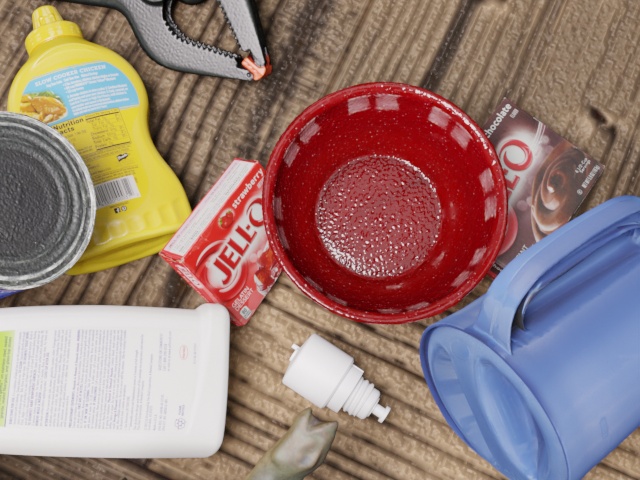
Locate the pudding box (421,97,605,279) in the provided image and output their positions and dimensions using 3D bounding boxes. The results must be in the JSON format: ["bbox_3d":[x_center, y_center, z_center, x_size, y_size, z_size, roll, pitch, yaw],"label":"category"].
[{"bbox_3d":[0.137,-0.033,0.774,0.090,0.039,0.113,36,72,4],"label":"pudding box"}]

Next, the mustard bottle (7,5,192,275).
[{"bbox_3d":[-0.163,-0.078,0.738,0.096,0.058,0.192,-18,76,-15],"label":"mustard bottle"}]

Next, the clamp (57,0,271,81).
[{"bbox_3d":[-0.113,-0.197,0.767,0.210,0.036,0.165,35,106,0],"label":"clamp"}]

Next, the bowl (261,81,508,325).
[{"bbox_3d":[0.041,-0.021,0.716,0.162,0.055,0.162,0,80,-1],"label":"bowl"}]

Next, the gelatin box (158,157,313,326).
[{"bbox_3d":[-0.055,0.001,0.721,0.089,0.030,0.073,-54,128,-19],"label":"gelatin box"}]

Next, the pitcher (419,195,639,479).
[{"bbox_3d":[0.194,0.045,0.699,0.242,0.149,0.145,-33,89,-21],"label":"pitcher"}]

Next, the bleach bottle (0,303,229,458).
[{"bbox_3d":[-0.185,0.079,0.655,0.250,0.068,0.102,7,72,-18],"label":"bleach bottle"}]

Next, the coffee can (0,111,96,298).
[{"bbox_3d":[-0.212,-0.012,0.651,0.102,0.141,0.103,8,76,-34],"label":"coffee can"}]
